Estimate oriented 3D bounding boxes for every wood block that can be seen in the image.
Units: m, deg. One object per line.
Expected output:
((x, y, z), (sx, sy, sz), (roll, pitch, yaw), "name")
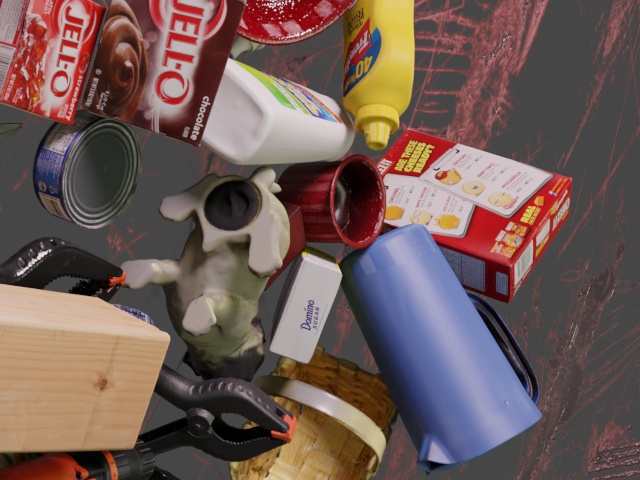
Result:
((-0.209, 0.081, 0.694), (0.205, 0.090, 0.091), (15, 95, -55), "wood block")

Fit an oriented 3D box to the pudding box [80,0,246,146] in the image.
((-0.113, -0.135, 0.767), (0.039, 0.090, 0.113), (-118, -133, -74), "pudding box")

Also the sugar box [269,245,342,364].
((-0.015, 0.060, 1.056), (0.176, 0.048, 0.093), (-121, -129, -83), "sugar box")

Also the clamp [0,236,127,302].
((-0.227, 0.060, 0.771), (0.209, 0.036, 0.165), (-13, 119, -54), "clamp")

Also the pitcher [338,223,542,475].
((0.122, 0.107, 1.111), (0.145, 0.243, 0.149), (-28, 171, 8), "pitcher")

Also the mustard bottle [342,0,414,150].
((0.054, -0.174, 1.018), (0.058, 0.096, 0.191), (12, 64, -24), "mustard bottle")

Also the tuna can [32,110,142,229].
((-0.174, -0.054, 0.802), (0.086, 0.034, 0.086), (-38, 137, -47), "tuna can")

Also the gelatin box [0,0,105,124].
((-0.190, -0.131, 0.731), (0.073, 0.030, 0.089), (15, 93, -62), "gelatin box")

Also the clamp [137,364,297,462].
((-0.108, 0.142, 0.920), (0.039, 0.171, 0.120), (-76, 162, -59), "clamp")

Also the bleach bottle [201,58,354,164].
((-0.035, -0.114, 0.971), (0.068, 0.103, 0.250), (-52, 165, 17), "bleach bottle")

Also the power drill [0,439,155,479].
((-0.212, 0.252, 0.855), (0.184, 0.057, 0.188), (3, 104, -62), "power drill")

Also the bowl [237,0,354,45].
((-0.034, -0.246, 0.882), (0.161, 0.055, 0.162), (-19, 131, -24), "bowl")

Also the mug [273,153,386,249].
((0.013, -0.046, 1.077), (0.117, 0.082, 0.093), (-55, 130, -36), "mug")

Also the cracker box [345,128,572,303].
((0.155, -0.031, 1.220), (0.164, 0.214, 0.072), (-49, 146, -36), "cracker box")
